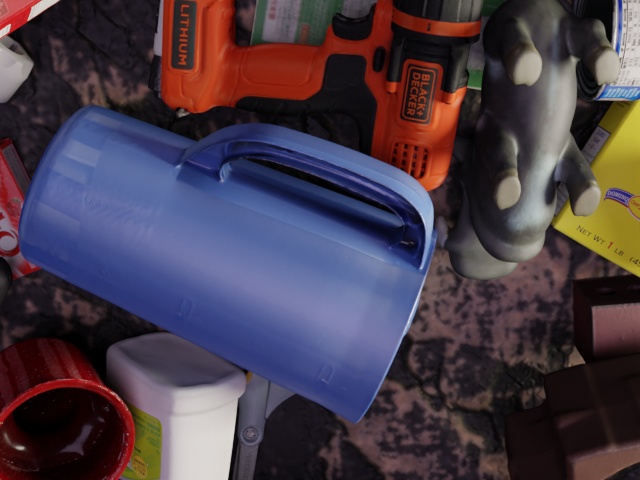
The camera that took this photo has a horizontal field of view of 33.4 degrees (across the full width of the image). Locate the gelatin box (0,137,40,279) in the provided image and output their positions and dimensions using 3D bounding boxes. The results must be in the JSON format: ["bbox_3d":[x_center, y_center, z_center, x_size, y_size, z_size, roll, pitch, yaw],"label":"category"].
[{"bbox_3d":[-0.225,-0.015,0.715,0.073,0.030,0.089,-21,106,6],"label":"gelatin box"}]

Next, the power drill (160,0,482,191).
[{"bbox_3d":[0.001,-0.130,0.636,0.188,0.057,0.184,13,114,13],"label":"power drill"}]

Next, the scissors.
[{"bbox_3d":[-0.031,0.128,0.765,0.096,0.016,0.202,-6,107,2],"label":"scissors"}]

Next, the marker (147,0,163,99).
[{"bbox_3d":[-0.095,-0.150,0.680,0.020,0.020,0.121,9,107,-3],"label":"marker"}]

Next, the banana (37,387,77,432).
[{"bbox_3d":[-0.206,0.170,0.767,0.069,0.037,0.198,24,105,-9],"label":"banana"}]

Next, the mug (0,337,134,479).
[{"bbox_3d":[-0.182,0.123,0.686,0.093,0.082,0.117,34,93,-32],"label":"mug"}]

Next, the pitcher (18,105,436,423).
[{"bbox_3d":[-0.054,0.001,0.664,0.243,0.145,0.149,23,87,-1],"label":"pitcher"}]

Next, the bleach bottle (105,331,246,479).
[{"bbox_3d":[-0.108,0.197,0.746,0.067,0.103,0.251,-11,114,-41],"label":"bleach bottle"}]
